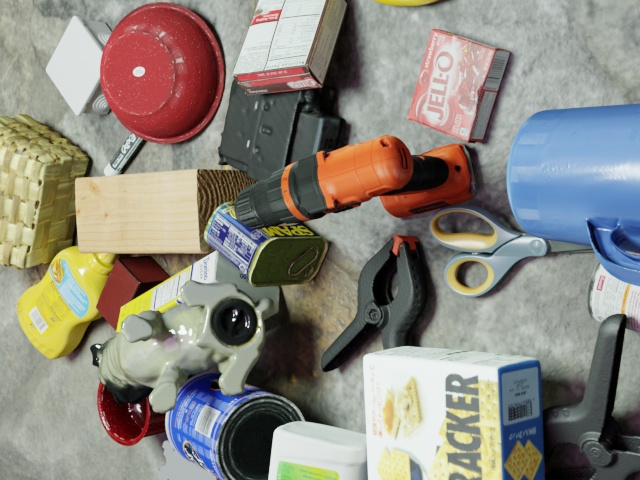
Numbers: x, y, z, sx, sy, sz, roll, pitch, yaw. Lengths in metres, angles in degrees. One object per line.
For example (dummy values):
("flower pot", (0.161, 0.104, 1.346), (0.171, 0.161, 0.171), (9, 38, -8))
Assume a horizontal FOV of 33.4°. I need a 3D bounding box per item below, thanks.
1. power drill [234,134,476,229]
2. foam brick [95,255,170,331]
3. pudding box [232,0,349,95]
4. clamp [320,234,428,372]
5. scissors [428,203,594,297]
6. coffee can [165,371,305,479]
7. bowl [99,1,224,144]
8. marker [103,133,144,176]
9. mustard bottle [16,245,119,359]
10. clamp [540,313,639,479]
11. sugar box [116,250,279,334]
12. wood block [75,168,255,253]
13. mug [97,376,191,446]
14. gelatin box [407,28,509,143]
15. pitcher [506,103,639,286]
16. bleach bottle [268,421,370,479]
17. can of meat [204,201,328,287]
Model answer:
("power drill", (0.039, -0.048, 0.963), (0.185, 0.187, 0.057), (-14, 85, 38))
("foam brick", (-0.224, 0.064, 1.279), (0.051, 0.052, 0.078), (43, 119, 30))
("pudding box", (-0.029, -0.201, 1.066), (0.090, 0.039, 0.113), (-1, 61, 31))
("clamp", (0.069, 0.082, 1.042), (0.120, 0.039, 0.171), (33, 113, 32))
("scissors", (0.187, 0.020, 0.953), (0.202, 0.016, 0.096), (17, 116, 30))
("coffee can", (-0.089, 0.198, 1.114), (0.141, 0.102, 0.103), (6, 97, 61))
("bowl", (-0.191, -0.188, 1.202), (0.162, 0.055, 0.162), (4, 100, 21))
("marker", (-0.225, -0.120, 1.289), (0.121, 0.020, 0.020), (-47, 64, 32))
("mustard bottle", (-0.307, 0.062, 1.344), (0.192, 0.058, 0.096), (-44, 73, 33))
("clamp", (0.232, 0.156, 0.886), (0.164, 0.036, 0.210), (53, 136, 0))
("sugar box", (-0.136, 0.076, 1.178), (0.177, 0.093, 0.048), (-30, 44, 35))
("wood block", (-0.177, -0.031, 1.208), (0.207, 0.090, 0.090), (-1, 92, 40))
("mug", (-0.202, 0.174, 1.248), (0.093, 0.081, 0.117), (-8, 88, 40))
("gelatin box", (0.126, -0.142, 0.985), (0.073, 0.030, 0.089), (27, 110, 36))
("pitcher", (0.263, -0.039, 0.806), (0.243, 0.148, 0.145), (6, 96, 43))
("bleach bottle", (-0.007, 0.307, 1.021), (0.103, 0.068, 0.251), (8, 95, 27))
("can of meat", (-0.057, 0.001, 1.103), (0.084, 0.101, 0.057), (38, 115, 35))
